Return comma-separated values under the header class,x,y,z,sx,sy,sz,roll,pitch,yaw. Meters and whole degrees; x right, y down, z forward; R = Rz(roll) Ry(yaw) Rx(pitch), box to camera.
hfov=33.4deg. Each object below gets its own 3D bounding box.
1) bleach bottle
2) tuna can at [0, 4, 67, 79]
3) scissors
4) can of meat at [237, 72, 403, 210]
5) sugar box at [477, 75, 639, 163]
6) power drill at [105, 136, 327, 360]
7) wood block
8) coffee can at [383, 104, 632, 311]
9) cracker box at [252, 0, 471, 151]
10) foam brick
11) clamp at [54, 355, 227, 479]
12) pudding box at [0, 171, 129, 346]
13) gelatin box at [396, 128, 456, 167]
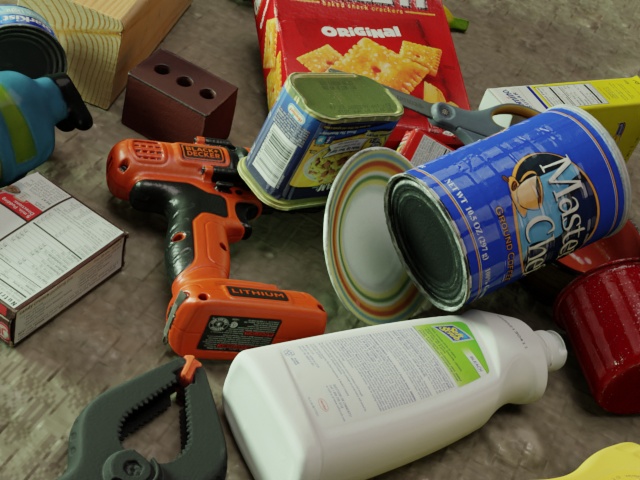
class,x,y,z,sx,sy,sz,roll,pitch,yaw
bleach bottle,0.067,0.099,0.704,0.250,0.068,0.103,-8,48,-31
tuna can,-0.243,-0.139,0.827,0.086,0.086,0.034,-8,46,-29
scissors,0.103,-0.079,0.824,0.201,0.016,0.096,6,62,-20
can of meat,0.002,-0.074,0.779,0.101,0.084,0.057,-9,51,-44
sugar box,0.211,-0.093,0.949,0.175,0.093,0.048,-12,49,-30
power drill,-0.055,0.001,0.770,0.184,0.057,0.188,3,41,-23
wood block,-0.180,-0.216,0.935,0.091,0.090,0.206,22,40,1
coffee can,0.130,-0.024,0.751,0.140,0.103,0.103,-24,55,-19
cracker box,0.036,-0.150,0.928,0.164,0.072,0.214,3,57,-18
foam brick,-0.115,-0.110,0.871,0.078,0.051,0.052,28,42,10
clamp,-0.119,0.140,0.604,0.164,0.036,0.210,17,39,-3
pudding box,-0.199,0.009,0.718,0.090,0.039,0.113,34,44,15
gelatin box,0.092,-0.035,0.842,0.089,0.030,0.073,28,84,-11
